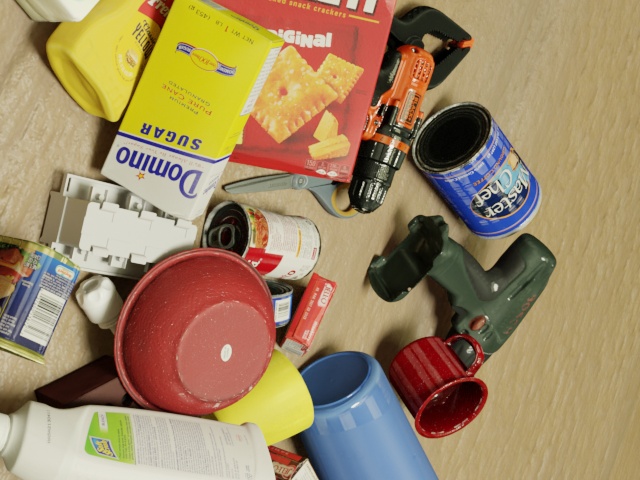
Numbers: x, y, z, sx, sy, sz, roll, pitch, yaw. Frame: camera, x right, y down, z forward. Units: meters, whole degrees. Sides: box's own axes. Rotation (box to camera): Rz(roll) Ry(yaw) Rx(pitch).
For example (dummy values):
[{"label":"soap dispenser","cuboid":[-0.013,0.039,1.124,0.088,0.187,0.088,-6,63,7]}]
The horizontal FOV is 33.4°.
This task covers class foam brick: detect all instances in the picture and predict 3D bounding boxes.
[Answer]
[{"label":"foam brick","cuboid":[-0.202,0.145,0.947,0.078,0.051,0.053,-27,117,-39]}]

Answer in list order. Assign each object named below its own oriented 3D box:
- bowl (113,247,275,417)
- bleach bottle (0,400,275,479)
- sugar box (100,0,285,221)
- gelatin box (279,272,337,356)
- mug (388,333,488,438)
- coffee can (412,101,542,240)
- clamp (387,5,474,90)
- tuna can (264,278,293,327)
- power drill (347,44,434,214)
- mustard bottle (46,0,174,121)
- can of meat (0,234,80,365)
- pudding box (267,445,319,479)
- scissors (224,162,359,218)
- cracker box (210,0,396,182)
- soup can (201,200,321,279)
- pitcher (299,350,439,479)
[{"label":"bowl","cuboid":[-0.097,0.090,0.941,0.161,0.055,0.162,-10,108,-32]},{"label":"bleach bottle","cuboid":[-0.163,0.177,0.892,0.250,0.102,0.068,19,115,-28]},{"label":"sugar box","cuboid":[-0.111,-0.113,0.910,0.176,0.093,0.048,-63,172,16]},{"label":"gelatin box","cuboid":[-0.012,0.078,1.105,0.030,0.089,0.073,25,76,0]},{"label":"mug","cuboid":[0.136,0.154,1.204,0.093,0.081,0.117,22,113,-41]},{"label":"coffee can","cuboid":[0.186,-0.080,1.256,0.140,0.103,0.102,45,66,-41]},{"label":"clamp","cuboid":[0.090,-0.218,1.179,0.209,0.036,0.164,-24,115,-36]},{"label":"tuna can","cuboid":[-0.070,0.060,1.039,0.085,0.086,0.034,-5,103,-45]},{"label":"power drill","cuboid":[0.020,-0.136,1.088,0.187,0.057,0.184,21,86,-35]},{"label":"mustard bottle","cuboid":[-0.152,-0.201,0.920,0.191,0.058,0.096,-57,149,-22]},{"label":"can of meat","cuboid":[-0.245,0.045,0.849,0.057,0.102,0.084,34,72,-43]},{"label":"pudding box","cuboid":[-0.035,0.263,1.112,0.039,0.090,0.113,-47,128,-29]},{"label":"scissors","cuboid":[-0.016,-0.048,1.123,0.201,0.016,0.096,-28,119,-36]},{"label":"cracker box","cuboid":[-0.029,-0.170,0.964,0.164,0.072,0.214,10,107,-14]},{"label":"soup can","cuboid":[-0.057,0.001,1.053,0.102,0.069,0.068,10,91,-46]},{"label":"pitcher","cuboid":[0.056,0.238,1.185,0.145,0.149,0.243,-30,117,-13]}]
